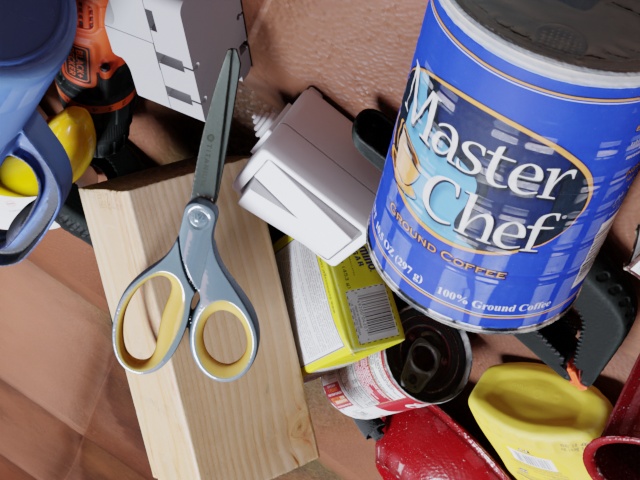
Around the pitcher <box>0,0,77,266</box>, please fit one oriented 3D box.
[{"bbox_3d":[-0.220,-0.072,0.598,0.243,0.148,0.145,-34,73,49],"label":"pitcher"}]

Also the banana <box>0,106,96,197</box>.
[{"bbox_3d":[-0.200,-0.056,0.705,0.198,0.037,0.069,3,149,41],"label":"banana"}]

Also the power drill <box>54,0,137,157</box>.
[{"bbox_3d":[-0.198,-0.137,0.659,0.187,0.057,0.185,22,148,2],"label":"power drill"}]

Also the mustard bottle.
[{"bbox_3d":[0.175,0.165,0.744,0.096,0.058,0.191,11,143,39],"label":"mustard bottle"}]

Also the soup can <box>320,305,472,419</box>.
[{"bbox_3d":[0.050,0.087,0.746,0.068,0.068,0.102,40,152,-11],"label":"soup can"}]

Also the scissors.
[{"bbox_3d":[-0.054,0.001,0.609,0.096,0.016,0.202,28,109,-5],"label":"scissors"}]

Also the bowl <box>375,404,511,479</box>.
[{"bbox_3d":[0.092,0.185,0.812,0.162,0.055,0.162,46,167,14],"label":"bowl"}]

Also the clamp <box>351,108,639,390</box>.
[{"bbox_3d":[0.125,0.006,0.576,0.165,0.036,0.210,0,135,44],"label":"clamp"}]

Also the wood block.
[{"bbox_3d":[-0.080,0.054,0.703,0.090,0.090,0.206,7,112,58],"label":"wood block"}]

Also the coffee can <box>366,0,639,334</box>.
[{"bbox_3d":[0.082,-0.044,0.441,0.103,0.102,0.140,27,136,14],"label":"coffee can"}]

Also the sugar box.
[{"bbox_3d":[-0.011,0.047,0.730,0.176,0.048,0.093,-36,66,63],"label":"sugar box"}]

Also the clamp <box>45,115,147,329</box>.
[{"bbox_3d":[-0.147,-0.010,0.759,0.171,0.120,0.039,41,144,-5],"label":"clamp"}]

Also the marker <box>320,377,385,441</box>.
[{"bbox_3d":[0.010,0.103,0.814,0.121,0.020,0.020,51,159,25],"label":"marker"}]
